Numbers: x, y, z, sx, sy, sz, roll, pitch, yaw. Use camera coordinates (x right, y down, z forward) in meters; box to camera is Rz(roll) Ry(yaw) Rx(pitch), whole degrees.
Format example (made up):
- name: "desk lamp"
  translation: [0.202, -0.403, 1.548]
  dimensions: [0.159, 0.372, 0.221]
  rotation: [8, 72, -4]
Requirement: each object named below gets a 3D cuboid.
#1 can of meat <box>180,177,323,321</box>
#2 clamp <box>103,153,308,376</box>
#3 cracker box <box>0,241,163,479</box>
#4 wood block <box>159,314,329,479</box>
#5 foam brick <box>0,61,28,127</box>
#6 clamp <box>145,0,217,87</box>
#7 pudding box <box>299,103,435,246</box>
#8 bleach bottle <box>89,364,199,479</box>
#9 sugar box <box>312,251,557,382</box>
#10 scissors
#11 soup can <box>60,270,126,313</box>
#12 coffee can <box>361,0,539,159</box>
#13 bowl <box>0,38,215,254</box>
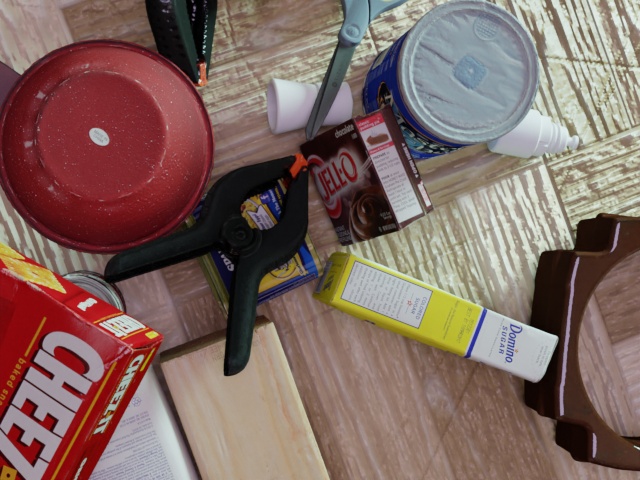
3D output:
- name: "can of meat"
  translation: [-0.056, 0.001, 0.836]
  dimensions: [0.084, 0.057, 0.102]
  rotation: [-25, 93, -10]
- name: "clamp"
  translation: [-0.057, 0.011, 0.774]
  dimensions: [0.171, 0.039, 0.120]
  rotation: [-43, 93, -20]
- name: "cracker box"
  translation: [-0.239, 0.084, 0.708]
  dimensions: [0.214, 0.072, 0.164]
  rotation: [30, 97, 8]
- name: "wood block"
  translation: [-0.047, 0.170, 0.819]
  dimensions: [0.090, 0.091, 0.206]
  rotation: [-20, 93, -8]
- name: "foam brick"
  translation: [-0.260, -0.100, 0.807]
  dimensions: [0.051, 0.053, 0.078]
  rotation: [34, 84, -7]
- name: "clamp"
  translation: [-0.109, -0.220, 0.794]
  dimensions: [0.036, 0.164, 0.210]
  rotation: [3, 99, 17]
- name: "pudding box"
  translation: [0.033, -0.048, 0.821]
  dimensions: [0.039, 0.114, 0.090]
  rotation: [-26, 93, -25]
- name: "bleach bottle"
  translation: [-0.131, 0.213, 0.786]
  dimensions: [0.102, 0.068, 0.251]
  rotation: [-20, 95, -7]
- name: "sugar box"
  translation: [0.087, 0.060, 0.839]
  dimensions: [0.176, 0.093, 0.048]
  rotation: [24, 87, -7]
- name: "scissors"
  translation: [0.012, -0.180, 0.848]
  dimensions: [0.096, 0.016, 0.201]
  rotation: [37, 72, 1]
- name: "soup can"
  translation: [-0.180, 0.057, 0.793]
  dimensions: [0.068, 0.102, 0.068]
  rotation: [0, 89, -9]
- name: "coffee can"
  translation: [0.095, -0.118, 0.816]
  dimensions: [0.102, 0.140, 0.103]
  rotation: [0, 90, -9]
- name: "bowl"
  translation: [-0.155, -0.071, 0.766]
  dimensions: [0.162, 0.055, 0.162]
  rotation: [1, 86, -8]
